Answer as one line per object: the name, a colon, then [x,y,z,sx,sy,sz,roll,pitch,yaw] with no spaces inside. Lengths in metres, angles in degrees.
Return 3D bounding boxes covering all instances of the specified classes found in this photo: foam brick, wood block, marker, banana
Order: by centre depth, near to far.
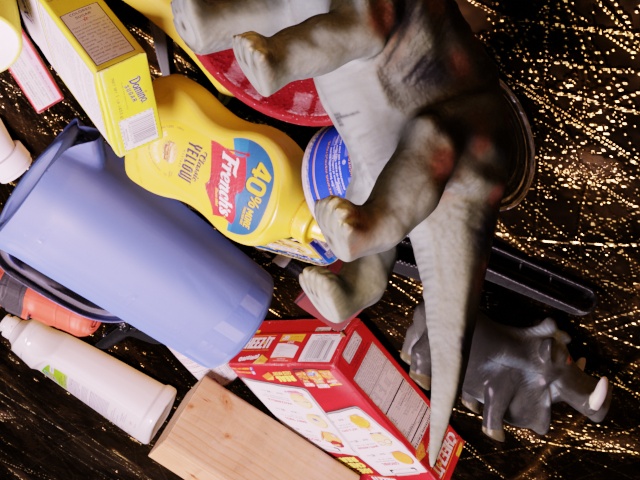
banana: [-0.112,-0.165,0.812,0.070,0.037,0.197,-11,140,36]
foam brick: [0.020,0.039,0.985,0.051,0.053,0.078,34,148,-4]
marker: [-0.057,0.001,1.026,0.121,0.020,0.020,37,146,-9]
wood block: [-0.074,0.250,1.180,0.206,0.090,0.091,34,152,-4]

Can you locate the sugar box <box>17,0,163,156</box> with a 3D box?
sugar box: [-0.185,-0.155,0.829,0.176,0.048,0.093,53,159,32]

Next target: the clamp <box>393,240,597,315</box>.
clamp: [0.118,0.007,0.881,0.210,0.036,0.164,-6,132,43]

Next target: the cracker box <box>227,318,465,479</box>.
cracker box: [0.029,0.173,1.137,0.164,0.072,0.213,-7,132,46]

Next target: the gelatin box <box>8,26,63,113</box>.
gelatin box: [-0.265,-0.165,0.931,0.073,0.030,0.089,50,170,49]

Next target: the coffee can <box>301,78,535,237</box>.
coffee can: [0.069,-0.056,0.777,0.102,0.102,0.141,46,144,-22]

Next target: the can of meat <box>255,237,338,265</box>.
can of meat: [-0.031,-0.021,0.923,0.102,0.057,0.084,16,166,23]

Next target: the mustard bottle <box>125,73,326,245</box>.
mustard bottle: [-0.064,-0.051,0.851,0.192,0.058,0.096,30,115,17]

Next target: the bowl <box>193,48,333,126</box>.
bowl: [-0.020,-0.159,0.756,0.162,0.055,0.162,21,145,15]

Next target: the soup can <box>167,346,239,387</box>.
soup can: [-0.131,0.109,1.181,0.069,0.068,0.102,-6,133,42]

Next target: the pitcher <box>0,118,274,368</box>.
pitcher: [-0.171,0.016,0.971,0.242,0.145,0.149,37,168,-19]

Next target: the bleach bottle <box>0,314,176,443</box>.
bleach bottle: [-0.316,0.171,1.415,0.251,0.068,0.103,31,147,3]

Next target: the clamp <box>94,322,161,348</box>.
clamp: [-0.227,0.094,1.264,0.172,0.039,0.120,11,143,28]

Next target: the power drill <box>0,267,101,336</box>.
power drill: [-0.276,0.050,1.135,0.185,0.057,0.187,22,-173,20]
